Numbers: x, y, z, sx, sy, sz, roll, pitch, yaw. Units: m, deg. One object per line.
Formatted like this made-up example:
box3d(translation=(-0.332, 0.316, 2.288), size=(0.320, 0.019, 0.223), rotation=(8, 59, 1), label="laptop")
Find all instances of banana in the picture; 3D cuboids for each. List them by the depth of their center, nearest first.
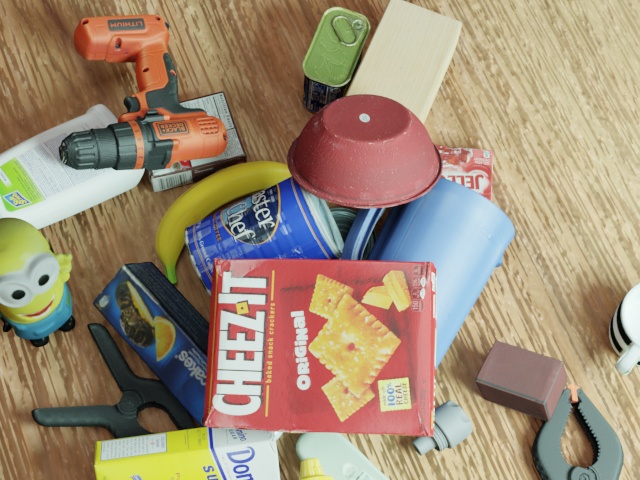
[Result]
box3d(translation=(-0.118, -0.038, 1.198), size=(0.197, 0.037, 0.069), rotation=(-42, 106, -14), label="banana")

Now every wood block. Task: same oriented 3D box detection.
box3d(translation=(0.081, -0.162, 1.227), size=(0.091, 0.090, 0.206), rotation=(22, 69, 5), label="wood block")

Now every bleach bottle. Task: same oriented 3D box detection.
box3d(translation=(-0.311, -0.061, 1.124), size=(0.250, 0.068, 0.102), rotation=(-29, 74, -40), label="bleach bottle")

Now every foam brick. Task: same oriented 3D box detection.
box3d(translation=(0.211, 0.147, 1.119), size=(0.078, 0.053, 0.051), rotation=(17, 67, 27), label="foam brick")

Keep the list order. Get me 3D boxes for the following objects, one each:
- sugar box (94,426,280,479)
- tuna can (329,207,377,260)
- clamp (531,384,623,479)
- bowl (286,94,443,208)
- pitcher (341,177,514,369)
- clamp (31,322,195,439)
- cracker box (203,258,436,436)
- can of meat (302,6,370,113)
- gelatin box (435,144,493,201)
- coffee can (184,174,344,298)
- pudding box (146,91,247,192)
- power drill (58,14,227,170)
box3d(translation=(-0.129, 0.235, 1.057), size=(0.176, 0.093, 0.048), rotation=(-6, 27, -3), label="sugar box")
box3d(translation=(0.021, 0.008, 1.186), size=(0.086, 0.034, 0.086), rotation=(1, 68, -3), label="tuna can")
box3d(translation=(0.259, 0.255, 1.100), size=(0.164, 0.036, 0.210), rotation=(-6, 67, -4), label="clamp")
box3d(translation=(0.046, -0.102, 1.087), size=(0.162, 0.055, 0.162), rotation=(0, 39, -1), label="bowl")
box3d(translation=(0.088, 0.055, 1.118), size=(0.149, 0.145, 0.242), rotation=(26, 72, 12), label="pitcher")
box3d(translation=(-0.200, 0.161, 1.112), size=(0.171, 0.039, 0.120), rotation=(21, 73, -2), label="clamp")
box3d(translation=(0.002, 0.101, 1.014), size=(0.214, 0.072, 0.164), rotation=(1, 79, 9), label="cracker box")
box3d(translation=(0.016, -0.205, 1.243), size=(0.057, 0.084, 0.102), rotation=(19, 69, 4), label="can of meat")
box3d(translation=(0.152, -0.070, 1.226), size=(0.089, 0.030, 0.073), rotation=(6, 69, 0), label="gelatin box")
box3d(translation=(-0.057, 0.001, 1.123), size=(0.140, 0.102, 0.103), rotation=(-26, 71, 8), label="coffee can")
box3d(translation=(-0.150, -0.114, 1.223), size=(0.113, 0.039, 0.090), rotation=(-15, 68, -11), label="pudding box")
box3d(translation=(-0.211, -0.159, 1.168), size=(0.184, 0.057, 0.188), rotation=(-8, 63, -28), label="power drill")
